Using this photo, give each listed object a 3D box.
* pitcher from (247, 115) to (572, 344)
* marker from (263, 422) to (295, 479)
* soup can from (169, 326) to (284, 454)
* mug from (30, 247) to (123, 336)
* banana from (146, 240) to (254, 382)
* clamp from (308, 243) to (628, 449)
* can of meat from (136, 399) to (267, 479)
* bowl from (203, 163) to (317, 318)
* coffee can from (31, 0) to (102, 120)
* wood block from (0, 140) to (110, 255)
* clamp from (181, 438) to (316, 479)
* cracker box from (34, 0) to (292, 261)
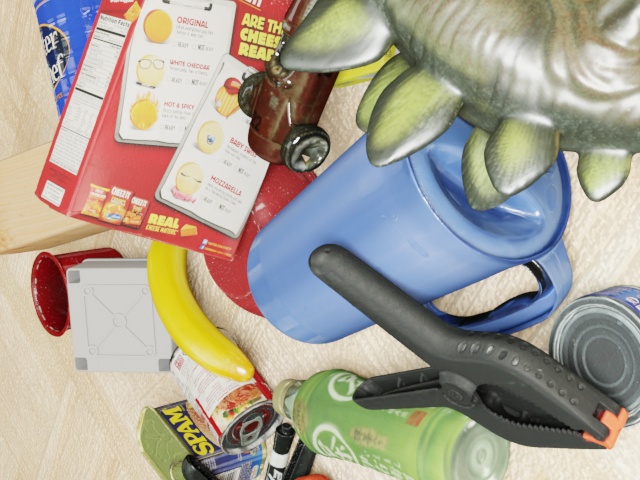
[{"bbox_3d":[0.054,-0.001,0.747,0.243,0.144,0.149,-35,50,52],"label":"pitcher"},{"bbox_3d":[-0.043,0.219,0.988,0.020,0.020,0.121,38,125,40],"label":"marker"},{"bbox_3d":[-0.088,0.137,0.986,0.102,0.068,0.069,49,132,33],"label":"soup can"},{"bbox_3d":[-0.252,0.058,1.158,0.117,0.081,0.093,40,127,39],"label":"mug"},{"bbox_3d":[-0.119,0.053,0.978,0.070,0.037,0.198,-28,58,9],"label":"banana"},{"bbox_3d":[0.092,0.090,0.691,0.210,0.036,0.164,22,148,24],"label":"clamp"},{"bbox_3d":[-0.113,0.194,1.016,0.102,0.083,0.057,41,127,38],"label":"can of meat"},{"bbox_3d":[-0.056,0.001,0.928,0.162,0.055,0.162,14,108,48],"label":"bowl"},{"bbox_3d":[-0.217,-0.178,1.048,0.103,0.102,0.140,-17,85,51],"label":"coffee can"},{"bbox_3d":[-0.236,-0.053,1.058,0.206,0.090,0.091,-15,86,31],"label":"wood block"},{"bbox_3d":[-0.059,0.252,0.953,0.039,0.120,0.171,-84,-8,-79],"label":"clamp"},{"bbox_3d":[-0.109,-0.106,0.836,0.072,0.163,0.214,24,95,47],"label":"cracker box"}]
